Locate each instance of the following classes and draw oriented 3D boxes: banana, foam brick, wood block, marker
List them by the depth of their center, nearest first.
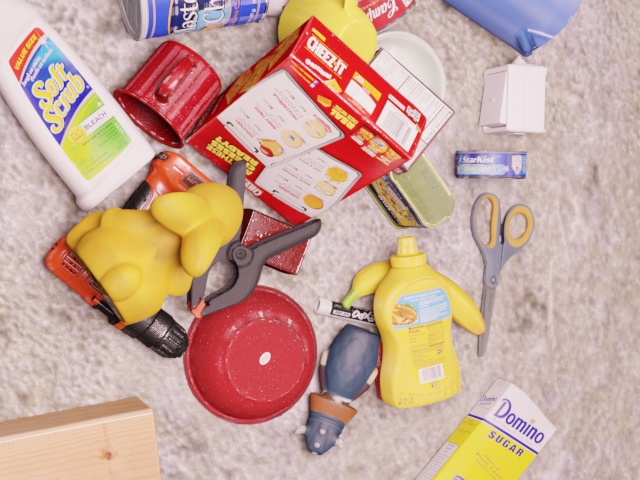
[{"bbox_3d":[-0.278,0.230,1.107,0.205,0.090,0.091,-8,94,-20],"label":"wood block"},{"bbox_3d":[-0.058,0.001,1.202,0.078,0.053,0.051,23,84,-21],"label":"foam brick"},{"bbox_3d":[0.050,0.090,1.265,0.121,0.020,0.020,15,87,-21],"label":"marker"},{"bbox_3d":[0.116,0.063,1.281,0.197,0.037,0.069,13,93,-21],"label":"banana"}]

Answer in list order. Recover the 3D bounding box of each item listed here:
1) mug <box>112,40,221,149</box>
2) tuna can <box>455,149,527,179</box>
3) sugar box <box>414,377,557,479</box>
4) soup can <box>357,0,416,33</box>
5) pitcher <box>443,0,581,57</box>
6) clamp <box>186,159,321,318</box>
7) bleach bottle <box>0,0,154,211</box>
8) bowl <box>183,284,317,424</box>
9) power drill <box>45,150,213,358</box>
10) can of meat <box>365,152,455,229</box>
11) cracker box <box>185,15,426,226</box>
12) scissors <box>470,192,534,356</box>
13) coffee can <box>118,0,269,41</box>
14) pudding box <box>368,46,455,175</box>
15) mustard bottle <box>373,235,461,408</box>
[{"bbox_3d":[-0.157,-0.160,1.128,0.093,0.117,0.081,37,74,-3],"label":"mug"},{"bbox_3d":[0.205,-0.091,1.282,0.086,0.086,0.034,-1,93,-21],"label":"tuna can"},{"bbox_3d":[0.204,0.266,1.316,0.093,0.048,0.176,46,78,-16],"label":"sugar box"},{"bbox_3d":[0.053,-0.291,1.194,0.068,0.069,0.102,-41,111,-15],"label":"soup can"},{"bbox_3d":[0.184,-0.336,1.251,0.242,0.149,0.145,27,106,-17],"label":"pitcher"},{"bbox_3d":[-0.093,0.002,1.141,0.120,0.039,0.171,45,79,-10],"label":"clamp"},{"bbox_3d":[-0.288,-0.156,1.105,0.102,0.068,0.250,-43,103,-15],"label":"bleach bottle"},{"bbox_3d":[-0.070,0.132,1.201,0.161,0.055,0.162,-1,92,-21],"label":"bowl"},{"bbox_3d":[-0.174,0.012,1.156,0.184,0.057,0.187,42,77,-20],"label":"power drill"},{"bbox_3d":[0.102,-0.061,1.244,0.057,0.084,0.102,-41,105,-15],"label":"can of meat"},{"bbox_3d":[-0.017,-0.119,1.127,0.164,0.214,0.072,38,54,-18],"label":"cracker box"},{"bbox_3d":[0.230,0.039,1.333,0.096,0.016,0.202,-8,95,-21],"label":"scissors"},{"bbox_3d":[-0.137,-0.273,1.135,0.140,0.103,0.103,-13,97,-20],"label":"coffee can"},{"bbox_3d":[0.078,-0.142,1.177,0.113,0.039,0.090,42,77,-7],"label":"pudding box"},{"bbox_3d":[0.108,0.090,1.227,0.096,0.058,0.191,-10,99,-26],"label":"mustard bottle"}]
